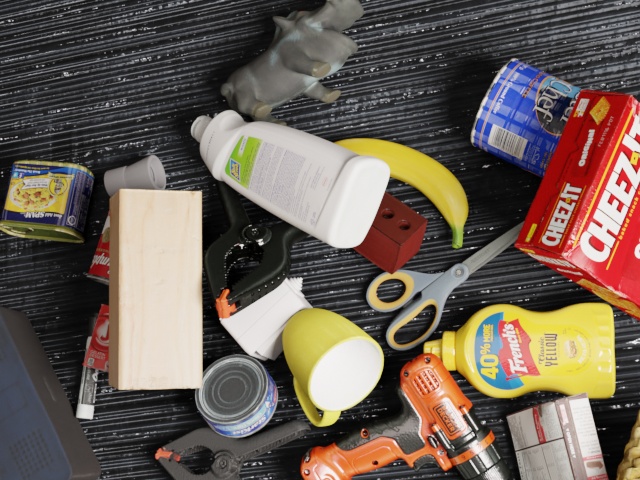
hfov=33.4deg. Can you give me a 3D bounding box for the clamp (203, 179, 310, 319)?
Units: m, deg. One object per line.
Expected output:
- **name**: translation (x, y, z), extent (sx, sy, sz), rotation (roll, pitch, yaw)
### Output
- **clamp**: translation (-0.058, 0.001, 1.150), extent (0.165, 0.036, 0.210), rotation (4, 44, 12)

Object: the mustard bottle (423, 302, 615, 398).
- **mustard bottle**: translation (0.202, 0.113, 1.094), extent (0.192, 0.058, 0.096), rotation (-2, 82, 14)

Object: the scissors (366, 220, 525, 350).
- **scissors**: translation (0.130, 0.029, 1.153), extent (0.096, 0.016, 0.202), rotation (39, 89, 19)

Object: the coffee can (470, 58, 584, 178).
- **coffee can**: translation (0.242, -0.115, 1.110), extent (0.140, 0.102, 0.103), rotation (28, 86, 18)

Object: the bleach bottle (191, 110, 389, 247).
- **bleach bottle**: translation (-0.047, -0.085, 1.146), extent (0.251, 0.067, 0.103), rotation (31, 107, 36)

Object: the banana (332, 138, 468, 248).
- **banana**: translation (0.089, -0.071, 1.170), extent (0.198, 0.037, 0.069), rotation (33, 74, 21)

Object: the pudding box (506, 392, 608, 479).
- **pudding box**: translation (0.229, 0.203, 1.039), extent (0.039, 0.114, 0.090), rotation (-7, 75, -17)

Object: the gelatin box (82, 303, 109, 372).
- **gelatin box**: translation (-0.214, 0.118, 1.203), extent (0.089, 0.030, 0.073), rotation (16, 81, 3)

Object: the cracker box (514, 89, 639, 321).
- **cracker box**: translation (0.305, -0.022, 1.021), extent (0.072, 0.213, 0.164), rotation (15, 80, 55)

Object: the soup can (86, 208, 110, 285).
- **soup can**: translation (-0.218, 0.004, 1.219), extent (0.068, 0.068, 0.102), rotation (14, 81, 17)

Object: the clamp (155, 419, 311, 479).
- **clamp**: translation (-0.092, 0.235, 1.152), extent (0.172, 0.039, 0.120), rotation (15, 67, 19)

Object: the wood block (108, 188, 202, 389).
- **wood block**: translation (-0.177, 0.054, 1.144), extent (0.090, 0.091, 0.206), rotation (1, 85, -17)

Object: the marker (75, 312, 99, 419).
- **marker**: translation (-0.263, 0.143, 1.225), extent (0.020, 0.020, 0.121), rotation (2, 78, 15)

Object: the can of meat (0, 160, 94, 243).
- **can of meat**: translation (-0.324, -0.047, 1.264), extent (0.102, 0.057, 0.084), rotation (5, 77, 15)

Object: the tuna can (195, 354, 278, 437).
- **tuna can**: translation (-0.091, 0.167, 1.153), extent (0.086, 0.033, 0.086), rotation (-9, 54, 12)

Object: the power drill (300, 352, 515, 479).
- **power drill**: translation (0.089, 0.234, 1.089), extent (0.188, 0.057, 0.184), rotation (-33, 85, 6)

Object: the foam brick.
- **foam brick**: translation (0.067, -0.012, 1.149), extent (0.078, 0.051, 0.052), rotation (35, 50, 18)
